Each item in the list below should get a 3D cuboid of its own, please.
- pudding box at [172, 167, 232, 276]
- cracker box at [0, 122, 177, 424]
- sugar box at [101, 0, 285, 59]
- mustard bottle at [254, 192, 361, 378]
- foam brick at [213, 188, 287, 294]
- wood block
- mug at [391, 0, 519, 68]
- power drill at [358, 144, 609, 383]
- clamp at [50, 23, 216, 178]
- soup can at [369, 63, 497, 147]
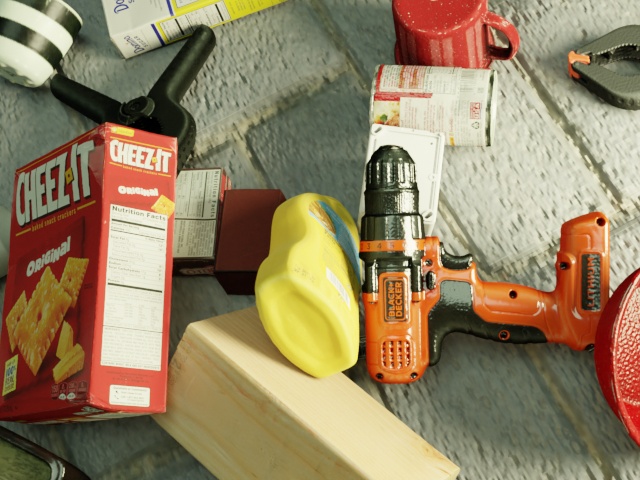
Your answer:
[{"bbox_3d":[-0.137,-0.016,0.930,0.113,0.039,0.090,-1,64,9],"label":"pudding box"},{"bbox_3d":[-0.187,0.032,0.836,0.165,0.072,0.213,-15,69,48],"label":"cracker box"},{"bbox_3d":[-0.123,-0.248,1.030,0.176,0.048,0.093,-20,63,6],"label":"sugar box"},{"bbox_3d":[-0.003,0.016,0.840,0.058,0.096,0.191,-28,24,19],"label":"mustard bottle"},{"bbox_3d":[-0.056,0.001,0.898,0.051,0.053,0.078,0,65,11],"label":"foam brick"},{"bbox_3d":[-0.016,0.148,0.786,0.206,0.090,0.090,37,113,23],"label":"wood block"},{"bbox_3d":[0.117,-0.186,0.933,0.117,0.081,0.093,21,71,19],"label":"mug"},{"bbox_3d":[0.123,0.017,0.819,0.187,0.057,0.184,-1,91,5],"label":"power drill"},{"bbox_3d":[-0.152,-0.115,0.957,0.164,0.036,0.210,-24,46,-2],"label":"clamp"},{"bbox_3d":[0.097,-0.115,0.912,0.102,0.068,0.068,4,67,12],"label":"soup can"}]
